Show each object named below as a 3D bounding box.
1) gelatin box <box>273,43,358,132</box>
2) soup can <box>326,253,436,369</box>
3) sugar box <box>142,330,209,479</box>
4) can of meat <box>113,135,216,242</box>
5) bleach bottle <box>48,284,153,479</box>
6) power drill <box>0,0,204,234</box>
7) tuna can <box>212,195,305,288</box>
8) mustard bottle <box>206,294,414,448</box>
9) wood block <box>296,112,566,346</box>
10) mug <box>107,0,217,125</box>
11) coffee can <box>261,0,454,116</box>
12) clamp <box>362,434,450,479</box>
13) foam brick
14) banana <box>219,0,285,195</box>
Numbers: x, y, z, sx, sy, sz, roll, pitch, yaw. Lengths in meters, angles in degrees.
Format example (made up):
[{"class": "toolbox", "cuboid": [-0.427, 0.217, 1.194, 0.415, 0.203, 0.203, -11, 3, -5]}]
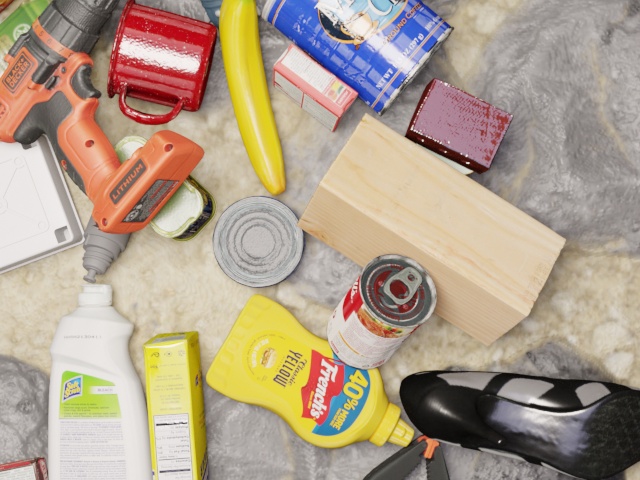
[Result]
[{"class": "gelatin box", "cuboid": [-0.006, -0.136, 0.956, 0.073, 0.089, 0.030, 37, 86, 0]}, {"class": "soup can", "cuboid": [0.051, 0.064, 0.925, 0.068, 0.102, 0.068, 8, 61, -14]}, {"class": "sugar box", "cuboid": [-0.126, 0.173, 0.955, 0.048, 0.093, 0.176, -7, 91, 0]}, {"class": "can of meat", "cuboid": [-0.146, -0.046, 0.960, 0.102, 0.084, 0.057, 44, 90, 0]}, {"class": "bleach bottle", "cuboid": [-0.196, 0.165, 0.972, 0.102, 0.068, 0.251, -1, 88, 0]}, {"class": "power drill", "cuboid": [-0.182, -0.113, 0.886, 0.188, 0.057, 0.185, 48, 111, 18]}, {"class": "tuna can", "cuboid": [-0.056, 0.001, 0.984, 0.086, 0.034, 0.086, 0, 90, 0]}, {"class": "mustard bottle", "cuboid": [-0.001, 0.134, 0.971, 0.191, 0.058, 0.096, 29, 79, 0]}, {"class": "wood block", "cuboid": [0.096, -0.008, 0.943, 0.206, 0.091, 0.090, 32, 63, 1]}, {"class": "mug", "cuboid": [-0.142, -0.153, 0.952, 0.081, 0.093, 0.117, 14, 59, -5]}, {"class": "coffee can", "cuboid": [0.033, -0.194, 0.950, 0.140, 0.103, 0.103, 40, 90, 0]}, {"class": "clamp", "cuboid": [0.056, 0.275, 0.982, 0.164, 0.036, 0.210, 14, 94, 0]}, {"class": "foam brick", "cuboid": [0.118, -0.098, 0.921, 0.078, 0.053, 0.051, 26, 89, 0]}, {"class": "banana", "cuboid": [-0.064, -0.140, 0.963, 0.037, 0.070, 0.198, -12, 113, -8]}]
